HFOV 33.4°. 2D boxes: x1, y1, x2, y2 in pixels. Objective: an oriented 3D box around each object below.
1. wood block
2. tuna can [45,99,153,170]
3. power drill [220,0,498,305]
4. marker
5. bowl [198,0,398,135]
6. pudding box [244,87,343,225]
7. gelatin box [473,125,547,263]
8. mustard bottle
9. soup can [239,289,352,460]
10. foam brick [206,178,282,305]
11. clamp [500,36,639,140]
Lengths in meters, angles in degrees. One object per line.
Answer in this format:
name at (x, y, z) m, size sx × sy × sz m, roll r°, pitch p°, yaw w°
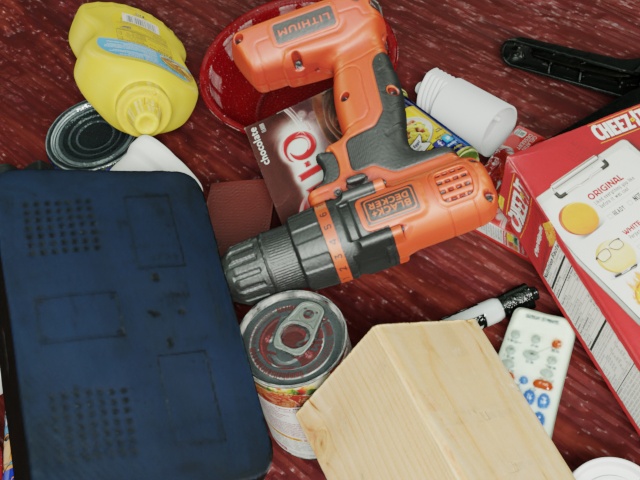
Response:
wood block at (0.083, 0.153, 0.578) m, size 0.090 × 0.091 × 0.206 m, roll 0°, pitch 49°, yaw -41°
tuna can at (-0.181, -0.078, 0.877) m, size 0.086 × 0.034 × 0.086 m, roll -6°, pitch 53°, yaw 7°
power drill at (0.002, -0.061, 0.699) m, size 0.184 × 0.057 × 0.188 m, roll -19°, pitch 67°, yaw 0°
marker at (0.093, 0.058, 0.727) m, size 0.121 × 0.020 × 0.020 m, roll -22°, pitch 52°, yaw -5°
bowl at (-0.014, -0.127, 0.866) m, size 0.162 × 0.055 × 0.162 m, roll -6°, pitch 53°, yaw 7°
pudding box at (0.008, -0.046, 0.744) m, size 0.090 × 0.039 × 0.113 m, roll -24°, pitch 62°, yaw 3°
gelatin box at (0.151, -0.036, 0.779) m, size 0.073 × 0.030 × 0.089 m, roll 32°, pitch 66°, yaw 30°
mustard bottle at (-0.146, -0.130, 0.843) m, size 0.096 × 0.058 × 0.192 m, roll 20°, pitch 22°, yaw -24°
soup can at (-0.010, 0.087, 0.674) m, size 0.068 × 0.102 × 0.068 m, roll -6°, pitch 53°, yaw 7°
foam brick at (-0.055, 0.001, 0.781) m, size 0.053 × 0.051 × 0.078 m, roll -2°, pitch 53°, yaw 11°
clamp at (0.243, -0.117, 0.810) m, size 0.210 × 0.036 × 0.164 m, roll -8°, pitch 41°, yaw -5°
